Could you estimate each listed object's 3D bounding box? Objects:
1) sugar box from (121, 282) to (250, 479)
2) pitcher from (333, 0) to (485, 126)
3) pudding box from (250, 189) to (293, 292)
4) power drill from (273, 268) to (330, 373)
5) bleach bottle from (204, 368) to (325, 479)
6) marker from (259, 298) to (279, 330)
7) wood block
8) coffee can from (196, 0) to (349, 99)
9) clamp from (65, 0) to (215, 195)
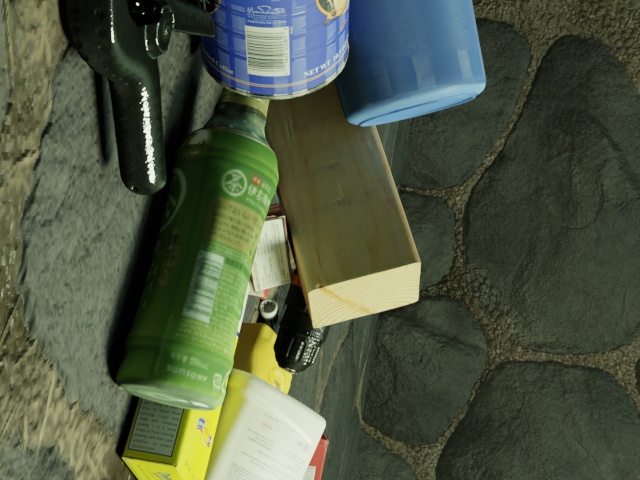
[{"bbox_3d":[-0.092,0.090,0.775,0.093,0.048,0.176,84,19,-62],"label":"sugar box"},{"bbox_3d":[0.052,-0.215,0.778,0.149,0.145,0.243,-178,-105,-85],"label":"pitcher"},{"bbox_3d":[-0.051,-0.024,0.830,0.113,0.039,0.090,82,-10,-62],"label":"pudding box"},{"bbox_3d":[0.005,0.029,1.000,0.187,0.057,0.184,-139,-108,-89],"label":"power drill"},{"bbox_3d":[-0.089,0.231,0.818,0.068,0.102,0.250,-2,-122,55],"label":"bleach bottle"},{"bbox_3d":[-0.052,0.098,1.170,0.121,0.020,0.020,85,17,-61],"label":"marker"},{"bbox_3d":[0.008,-0.047,0.861,0.091,0.090,0.206,83,-8,-67],"label":"wood block"},{"bbox_3d":[-0.031,-0.176,0.679,0.140,0.103,0.102,90,12,-50],"label":"coffee can"},{"bbox_3d":[-0.096,-0.099,0.545,0.171,0.039,0.120,55,40,-70],"label":"clamp"}]
